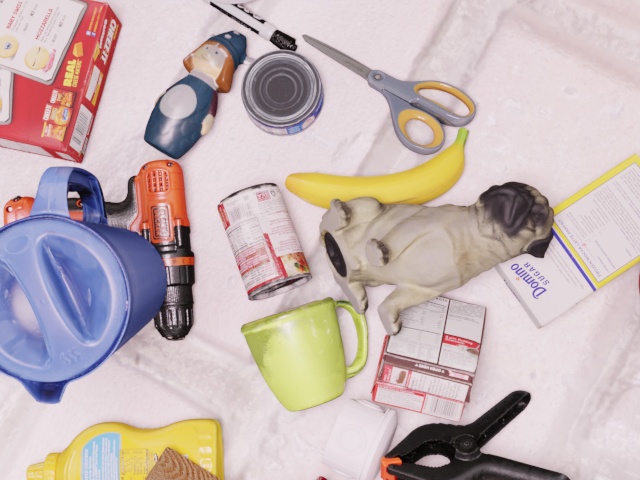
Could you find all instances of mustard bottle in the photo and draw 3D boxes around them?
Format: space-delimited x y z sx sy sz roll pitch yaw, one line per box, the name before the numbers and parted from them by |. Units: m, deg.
mustard bottle | -0.192 0.226 1.045 0.191 0.058 0.096 -3 86 3

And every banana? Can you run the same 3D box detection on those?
banana | 0.065 -0.059 1.089 0.198 0.037 0.069 -14 50 -1

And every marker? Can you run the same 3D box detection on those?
marker | -0.076 -0.235 1.134 0.121 0.020 0.020 34 84 9

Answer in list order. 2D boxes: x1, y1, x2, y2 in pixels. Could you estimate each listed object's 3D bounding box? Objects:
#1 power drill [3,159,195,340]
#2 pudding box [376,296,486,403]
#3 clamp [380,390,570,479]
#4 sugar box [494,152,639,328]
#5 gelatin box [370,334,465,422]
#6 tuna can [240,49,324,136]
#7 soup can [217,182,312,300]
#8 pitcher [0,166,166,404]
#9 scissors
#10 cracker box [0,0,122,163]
power drill | -0.221 0.016 1.085 0.187 0.057 0.184 -5 84 1
pudding box | 0.109 0.098 1.024 0.090 0.113 0.039 13 123 7
clamp | 0.144 0.206 0.994 0.171 0.039 0.120 -17 37 -12
sugar box | 0.263 0.002 1.058 0.176 0.048 0.093 -33 79 2
gelatin box | 0.098 0.131 1.034 0.089 0.073 0.030 13 126 5
tuna can | -0.040 -0.154 1.111 0.086 0.034 0.086 -1 80 4
soup can | -0.057 0.001 1.069 0.068 0.068 0.102 -21 79 0
pitcher | -0.207 0.033 0.933 0.149 0.243 0.145 -45 90 3
scissors | 0.059 -0.149 1.100 0.202 0.016 0.096 19 63 8
cracker box | -0.334 -0.183 1.119 0.214 0.072 0.164 12 81 7
